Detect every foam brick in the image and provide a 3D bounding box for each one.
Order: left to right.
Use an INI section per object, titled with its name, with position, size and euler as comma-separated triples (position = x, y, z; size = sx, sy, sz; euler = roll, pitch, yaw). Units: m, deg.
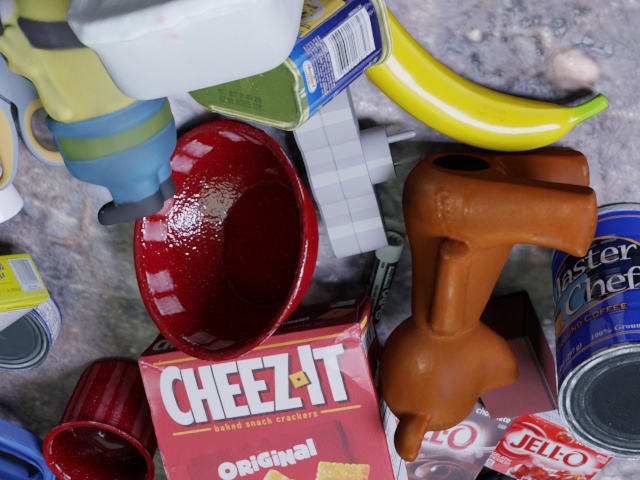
[foam brick]
position = 0.140, 0.086, 0.793
size = 0.051, 0.053, 0.078
euler = -15, 123, 21

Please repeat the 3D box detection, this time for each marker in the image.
[marker]
position = 0.040, 0.044, 0.800
size = 0.020, 0.020, 0.121
euler = 13, 129, 0

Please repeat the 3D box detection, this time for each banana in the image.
[banana]
position = 0.078, -0.104, 0.669
size = 0.197, 0.037, 0.070
euler = 24, 108, -11

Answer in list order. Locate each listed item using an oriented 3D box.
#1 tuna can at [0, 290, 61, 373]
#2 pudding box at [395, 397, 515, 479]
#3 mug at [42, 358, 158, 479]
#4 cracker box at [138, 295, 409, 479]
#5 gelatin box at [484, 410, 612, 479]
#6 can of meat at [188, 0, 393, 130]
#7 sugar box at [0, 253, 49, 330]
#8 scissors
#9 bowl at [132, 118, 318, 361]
[tuna can]
position = -0.254, 0.065, 0.861
size = 0.086, 0.033, 0.086
euler = 5, 128, 6
[pudding box]
position = 0.081, 0.147, 0.831
size = 0.113, 0.039, 0.090
euler = 20, 111, -25
[mug]
position = -0.170, 0.162, 0.891
size = 0.093, 0.081, 0.117
euler = -4, 127, 13
[cracker box]
position = -0.025, 0.162, 0.774
size = 0.164, 0.072, 0.214
euler = -10, 102, 11
[gelatin box]
position = 0.182, 0.166, 0.862
size = 0.089, 0.030, 0.073
euler = 24, 128, -9
[can of meat]
position = -0.024, -0.113, 0.622
size = 0.102, 0.083, 0.057
euler = 17, 136, 36
[sugar box]
position = -0.294, 0.072, 0.784
size = 0.176, 0.093, 0.048
euler = -30, 84, 13
[scissors]
position = -0.204, -0.125, 0.710
size = 0.096, 0.016, 0.202
euler = 0, 116, -18
[bowl]
position = -0.055, 0.001, 0.728
size = 0.162, 0.162, 0.055
euler = -37, 155, 32
